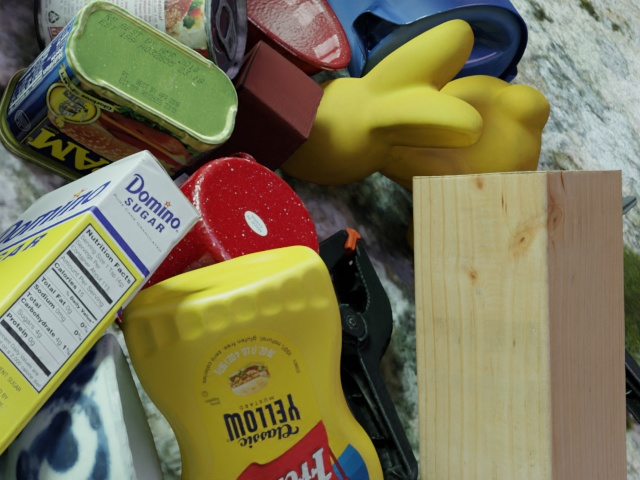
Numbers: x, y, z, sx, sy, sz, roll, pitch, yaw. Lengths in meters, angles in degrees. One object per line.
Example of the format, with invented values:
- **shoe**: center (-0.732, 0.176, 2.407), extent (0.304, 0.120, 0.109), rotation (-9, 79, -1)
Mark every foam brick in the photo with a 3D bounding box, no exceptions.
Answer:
- **foam brick**: center (-0.043, -0.070, 0.641), extent (0.051, 0.078, 0.053), rotation (36, 40, -17)

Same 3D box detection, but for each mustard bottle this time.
- **mustard bottle**: center (-0.022, 0.105, 0.502), extent (0.058, 0.096, 0.191), rotation (-133, -153, -74)

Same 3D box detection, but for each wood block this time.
- **wood block**: center (0.115, 0.064, 0.613), extent (0.090, 0.090, 0.206), rotation (-5, 94, -46)

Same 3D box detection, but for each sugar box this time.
- **sugar box**: center (-0.131, 0.038, 0.428), extent (0.048, 0.094, 0.176), rotation (52, 46, -22)

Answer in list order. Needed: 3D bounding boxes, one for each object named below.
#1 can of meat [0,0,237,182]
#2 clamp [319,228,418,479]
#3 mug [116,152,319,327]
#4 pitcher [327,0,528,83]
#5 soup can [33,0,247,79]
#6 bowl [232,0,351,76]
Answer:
- **can of meat**: center (-0.106, -0.070, 0.566), extent (0.102, 0.084, 0.057), rotation (28, 54, -28)
- **clamp**: center (0.000, 0.056, 0.617), extent (0.120, 0.039, 0.171), rotation (30, 36, -34)
- **mug**: center (-0.054, 0.001, 0.571), extent (0.093, 0.082, 0.117), rotation (31, 43, -25)
- **pitcher**: center (0.061, -0.217, 0.830), extent (0.145, 0.149, 0.243), rotation (-17, 63, -5)
- **soup can**: center (-0.099, -0.124, 0.596), extent (0.068, 0.102, 0.068), rotation (3, 90, -77)
- **bowl**: center (-0.055, -0.156, 0.700), extent (0.162, 0.055, 0.162), rotation (37, 27, -23)
